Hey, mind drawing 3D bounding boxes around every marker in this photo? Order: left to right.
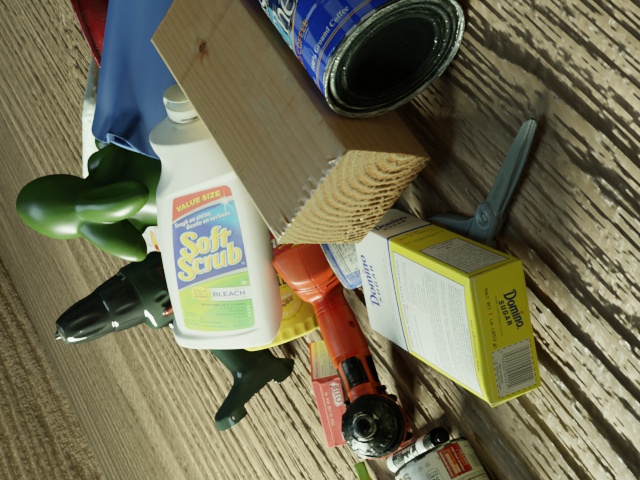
[{"bbox_3d":[0.086,0.185,0.938,0.020,0.020,0.121,64,157,14],"label":"marker"}]

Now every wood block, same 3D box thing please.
[{"bbox_3d":[-0.026,-0.103,0.768,0.091,0.090,0.206,-51,58,31],"label":"wood block"}]

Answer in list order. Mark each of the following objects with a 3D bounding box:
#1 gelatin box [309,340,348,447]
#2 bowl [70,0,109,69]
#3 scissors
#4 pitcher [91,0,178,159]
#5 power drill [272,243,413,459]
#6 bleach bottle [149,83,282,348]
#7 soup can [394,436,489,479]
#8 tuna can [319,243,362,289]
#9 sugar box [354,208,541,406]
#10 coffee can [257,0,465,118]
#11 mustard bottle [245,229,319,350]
[{"bbox_3d":[0.011,0.146,1.028,0.089,0.030,0.073,-99,-3,-71],"label":"gelatin box"},{"bbox_3d":[-0.203,-0.228,1.093,0.162,0.055,0.162,-20,-90,-85],"label":"bowl"},{"bbox_3d":[0.103,-0.023,0.727,0.096,0.016,0.202,50,150,41],"label":"scissors"},{"bbox_3d":[-0.114,-0.198,0.908,0.149,0.144,0.243,-127,43,-59],"label":"pitcher"},{"bbox_3d":[0.020,0.094,0.897,0.184,0.057,0.188,57,-169,-77],"label":"power drill"},{"bbox_3d":[-0.097,-0.018,0.888,0.068,0.102,0.251,-79,-16,-48],"label":"bleach bottle"},{"bbox_3d":[0.110,0.215,0.843,0.102,0.068,0.069,62,157,22],"label":"soup can"},{"bbox_3d":[0.021,-0.005,0.859,0.086,0.034,0.086,62,-170,-19],"label":"tuna can"},{"bbox_3d":[0.083,0.040,0.745,0.176,0.048,0.093,-146,42,-65],"label":"sugar box"},{"bbox_3d":[0.014,-0.165,0.700,0.140,0.102,0.103,57,155,28],"label":"coffee can"},{"bbox_3d":[-0.056,0.001,1.013,0.058,0.096,0.191,23,129,66],"label":"mustard bottle"}]
